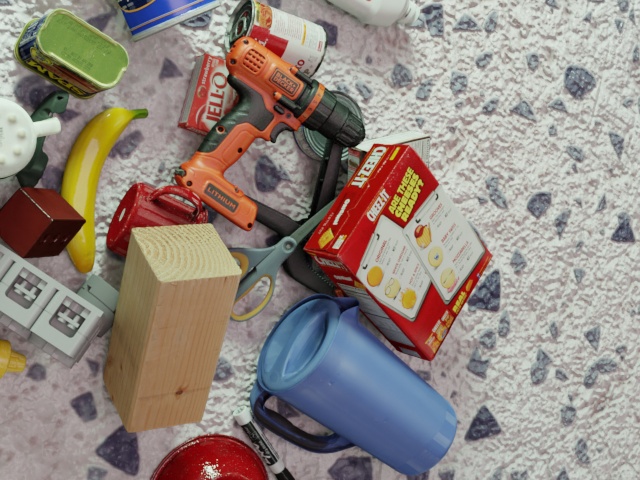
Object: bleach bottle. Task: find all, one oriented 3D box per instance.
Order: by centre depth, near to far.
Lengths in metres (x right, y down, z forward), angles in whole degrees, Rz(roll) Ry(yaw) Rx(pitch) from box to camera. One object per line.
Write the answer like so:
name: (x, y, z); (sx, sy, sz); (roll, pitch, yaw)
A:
bleach bottle: (0.023, -0.340, 1.286); (0.250, 0.068, 0.102); (28, 78, -29)

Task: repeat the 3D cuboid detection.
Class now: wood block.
wood block: (-0.159, 0.092, 1.116); (0.090, 0.090, 0.206); (-4, 129, -30)

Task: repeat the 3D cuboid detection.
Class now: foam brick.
foam brick: (-0.288, -0.018, 1.093); (0.051, 0.078, 0.053); (44, 101, 9)

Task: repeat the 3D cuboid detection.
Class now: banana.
banana: (-0.245, -0.066, 1.154); (0.069, 0.037, 0.198); (24, 79, -27)

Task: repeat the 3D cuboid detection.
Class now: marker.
marker: (-0.066, 0.249, 1.271); (0.020, 0.020, 0.121); (-39, 109, -23)

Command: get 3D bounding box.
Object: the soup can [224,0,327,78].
soup can: (-0.051, -0.234, 1.242); (0.102, 0.069, 0.068); (15, 83, -29)

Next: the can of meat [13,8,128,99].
can of meat: (-0.259, -0.195, 1.117); (0.102, 0.084, 0.057); (31, 76, -27)

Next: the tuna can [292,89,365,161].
tuna can: (0.010, -0.139, 1.297); (0.086, 0.034, 0.086); (-1, 91, -29)

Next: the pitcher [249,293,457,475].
pitcher: (0.043, 0.188, 1.279); (0.242, 0.149, 0.145); (40, 55, -27)

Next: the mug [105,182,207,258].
mug: (-0.174, -0.018, 1.155); (0.081, 0.117, 0.093); (26, 43, -22)

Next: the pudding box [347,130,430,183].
pudding box: (0.085, -0.082, 1.318); (0.113, 0.039, 0.090); (-17, 116, -39)

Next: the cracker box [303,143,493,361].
cracker box: (0.097, 0.014, 1.263); (0.213, 0.072, 0.164); (48, 66, -35)

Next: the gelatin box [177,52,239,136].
gelatin box: (-0.116, -0.161, 1.228); (0.073, 0.030, 0.089); (18, 82, -28)

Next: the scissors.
scissors: (-0.058, 0.002, 1.240); (0.096, 0.016, 0.202); (33, 93, -16)

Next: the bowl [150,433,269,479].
bowl: (-0.118, 0.306, 1.223); (0.161, 0.055, 0.162); (-1, 92, -29)

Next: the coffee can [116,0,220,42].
coffee can: (-0.182, -0.298, 1.147); (0.102, 0.103, 0.140); (-29, 104, -26)

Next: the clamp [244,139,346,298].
clamp: (-0.007, -0.023, 1.274); (0.164, 0.036, 0.210); (-33, 109, -5)

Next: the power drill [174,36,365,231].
power drill: (-0.061, -0.107, 1.200); (0.184, 0.057, 0.187); (34, 86, -16)
